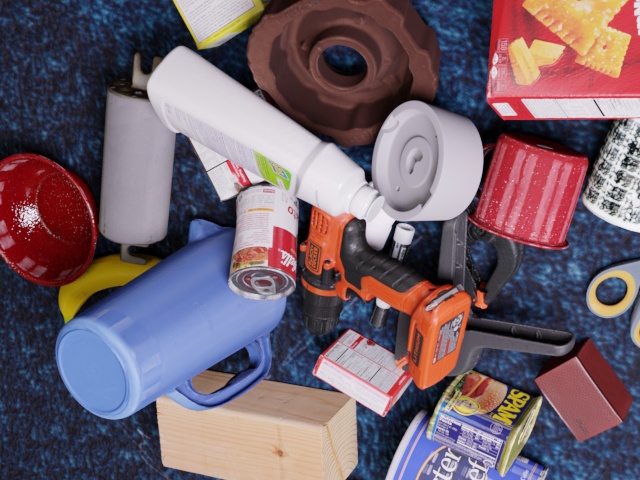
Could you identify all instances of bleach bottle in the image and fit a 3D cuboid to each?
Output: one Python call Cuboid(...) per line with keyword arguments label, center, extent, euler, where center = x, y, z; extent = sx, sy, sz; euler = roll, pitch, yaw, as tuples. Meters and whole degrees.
Cuboid(label="bleach bottle", center=(-0.047, -0.089, 1.013), extent=(0.251, 0.102, 0.068), euler=(33, 78, 20))

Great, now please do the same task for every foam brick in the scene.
Cuboid(label="foam brick", center=(0.254, 0.144, 1.030), extent=(0.053, 0.051, 0.078), euler=(-35, 91, 33))

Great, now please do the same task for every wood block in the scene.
Cuboid(label="wood block", center=(-0.071, 0.214, 1.197), extent=(0.206, 0.090, 0.091), euler=(6, 110, 25))

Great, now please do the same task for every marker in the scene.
Cuboid(label="marker", center=(0.073, 0.039, 1.101), extent=(0.020, 0.020, 0.121), euler=(23, 117, 17))

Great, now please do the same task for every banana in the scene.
Cuboid(label="banana", center=(-0.248, 0.049, 1.258), extent=(0.198, 0.037, 0.069), euler=(-23, 116, 33))

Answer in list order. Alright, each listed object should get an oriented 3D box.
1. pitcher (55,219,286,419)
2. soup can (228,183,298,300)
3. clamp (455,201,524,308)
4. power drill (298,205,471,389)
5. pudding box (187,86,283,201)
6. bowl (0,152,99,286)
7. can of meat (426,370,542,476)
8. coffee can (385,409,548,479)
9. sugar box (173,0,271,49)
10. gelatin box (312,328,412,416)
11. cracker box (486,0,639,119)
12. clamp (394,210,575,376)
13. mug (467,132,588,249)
Cuboid(label="pitcher", center=(-0.147, 0.094, 1.100), extent=(0.149, 0.242, 0.145), euler=(30, 123, 20))
Cuboid(label="soup can", center=(-0.057, 0.001, 1.094), extent=(0.068, 0.102, 0.068), euler=(2, 149, 1))
Cuboid(label="clamp", center=(0.148, -0.021, 1.029), extent=(0.120, 0.039, 0.171), euler=(15, 111, 21))
Cuboid(label="power drill", center=(0.052, 0.061, 1.045), extent=(0.188, 0.057, 0.184), euler=(36, 139, 30))
Cuboid(label="pudding box", center=(-0.075, -0.102, 1.112), extent=(0.114, 0.039, 0.090), euler=(-25, 94, 29))
Cuboid(label="bowl", center=(-0.314, -0.030, 1.248), extent=(0.162, 0.055, 0.162), euler=(9, 112, 23))
Cuboid(label="can of meat", center=(0.163, 0.177, 1.060), extent=(0.084, 0.101, 0.057), euler=(22, 116, 20))
Cuboid(label="coffee can", center=(0.148, 0.249, 1.092), extent=(0.140, 0.102, 0.103), euler=(23, 117, 17))
Cuboid(label="sugar box", center=(-0.120, -0.289, 1.061), extent=(0.093, 0.048, 0.176), euler=(-25, 93, 32))
Cuboid(label="gelatin box", center=(0.046, 0.137, 1.118), extent=(0.089, 0.073, 0.030), euler=(29, 119, 14))
Cuboid(label="cracker box", center=(0.248, -0.185, 0.862), extent=(0.214, 0.072, 0.164), euler=(3, 81, 27))
Cuboid(label="clamp", center=(0.141, 0.084, 1.038), extent=(0.164, 0.036, 0.210), euler=(46, 140, 10))
Cuboid(label="mug", center=(0.179, -0.050, 0.949), extent=(0.117, 0.093, 0.081), euler=(31, 111, 46))
